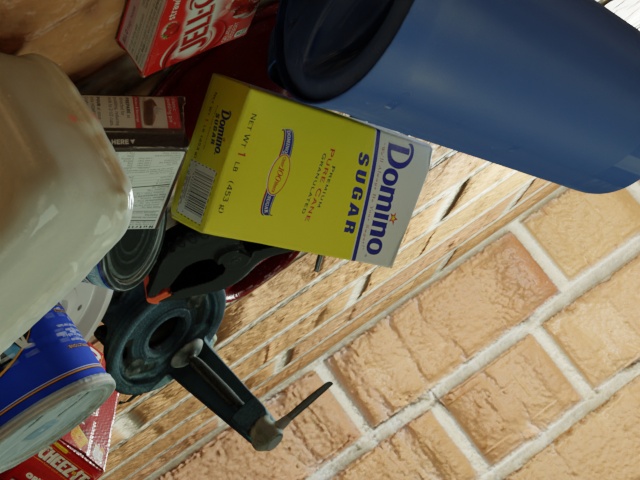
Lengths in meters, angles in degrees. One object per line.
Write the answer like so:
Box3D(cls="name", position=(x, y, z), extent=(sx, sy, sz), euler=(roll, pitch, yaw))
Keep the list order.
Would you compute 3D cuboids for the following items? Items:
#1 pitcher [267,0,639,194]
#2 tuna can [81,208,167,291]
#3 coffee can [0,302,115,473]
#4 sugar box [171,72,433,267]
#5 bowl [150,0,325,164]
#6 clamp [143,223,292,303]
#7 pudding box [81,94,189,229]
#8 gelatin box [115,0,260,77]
Box3D(cls="pitcher", position=(0.096, -0.107, 0.644), extent=(0.242, 0.149, 0.145), euler=(18, 110, -34))
Box3D(cls="tuna can", position=(-0.139, -0.009, 0.727), extent=(0.086, 0.034, 0.086), euler=(14, 90, -71))
Box3D(cls="coffee can", position=(-0.205, 0.059, 0.647), extent=(0.102, 0.140, 0.103), euler=(-35, 169, -8))
Box3D(cls="sugar box", position=(-0.006, -0.040, 0.691), extent=(0.175, 0.048, 0.093), euler=(11, 102, -43))
Box3D(cls="bowl", position=(-0.045, -0.093, 0.733), extent=(0.162, 0.055, 0.162), euler=(-35, 169, -8))
Box3D(cls="clamp", position=(-0.055, 0.001, 0.785), extent=(0.172, 0.039, 0.120), euler=(-32, 138, 31))
Box3D(cls="pudding box", position=(-0.132, -0.043, 0.629), extent=(0.090, 0.039, 0.114), euler=(-3, 158, -20))
Box3D(cls="gelatin box", position=(-0.064, -0.132, 0.568), extent=(0.073, 0.030, 0.089), euler=(-30, 167, -31))
